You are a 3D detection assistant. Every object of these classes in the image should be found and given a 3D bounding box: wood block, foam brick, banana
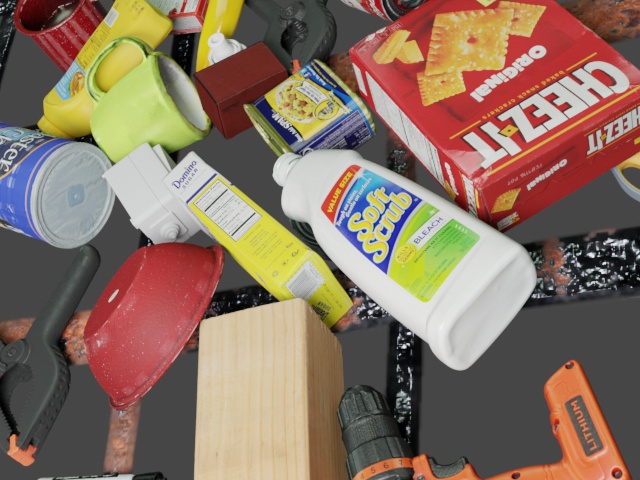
[{"bbox_3d":[-0.035,0.159,0.794,0.090,0.090,0.206,-14,54,17],"label":"wood block"},{"bbox_3d":[-0.073,-0.144,1.022,0.078,0.053,0.051,-28,54,-13],"label":"foam brick"},{"bbox_3d":[-0.095,-0.264,1.109,0.037,0.070,0.198,14,67,-14],"label":"banana"}]

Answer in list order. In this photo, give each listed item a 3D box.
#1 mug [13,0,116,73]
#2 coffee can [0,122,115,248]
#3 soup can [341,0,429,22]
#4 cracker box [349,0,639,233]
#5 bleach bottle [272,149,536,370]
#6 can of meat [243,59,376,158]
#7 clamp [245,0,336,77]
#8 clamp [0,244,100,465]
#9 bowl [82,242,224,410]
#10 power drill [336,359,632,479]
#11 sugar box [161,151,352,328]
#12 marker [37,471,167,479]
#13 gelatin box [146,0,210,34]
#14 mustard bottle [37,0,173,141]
[{"bbox_3d":[-0.263,-0.239,1.167,0.117,0.081,0.093,-19,53,13],"label":"mug"},{"bbox_3d":[-0.286,-0.058,1.046,0.140,0.102,0.102,16,67,32],"label":"coffee can"},{"bbox_3d":[0.062,-0.246,1.012,0.068,0.068,0.102,-43,35,-6],"label":"soup can"},{"bbox_3d":[0.145,-0.124,0.878,0.164,0.072,0.214,-31,49,-6],"label":"cracker box"},{"bbox_3d":[0.043,-0.004,0.834,0.102,0.068,0.251,-48,48,-10],"label":"bleach bottle"},{"bbox_3d":[-0.009,-0.110,0.979,0.084,0.057,0.102,-37,52,-4],"label":"can of meat"},{"bbox_3d":[-0.032,-0.221,1.076,0.120,0.039,0.171,-17,51,30],"label":"clamp"},{"bbox_3d":[-0.264,0.102,0.974,0.164,0.036,0.210,-26,50,7],"label":"clamp"},{"bbox_3d":[-0.148,0.058,0.884,0.162,0.055,0.162,-47,20,23],"label":"bowl"},{"bbox_3d":[0.111,0.156,0.751,0.188,0.057,0.184,-26,55,11],"label":"power drill"},{"bbox_3d":[-0.056,0.001,0.906,0.048,0.093,0.176,-47,51,-9],"label":"sugar box"},{"bbox_3d":[-0.181,0.203,0.880,0.121,0.020,0.020,-8,56,21],"label":"marker"},{"bbox_3d":[-0.156,-0.259,1.163,0.089,0.030,0.073,-2,57,24],"label":"gelatin box"},{"bbox_3d":[-0.232,-0.168,1.105,0.192,0.058,0.096,-51,33,6],"label":"mustard bottle"}]
